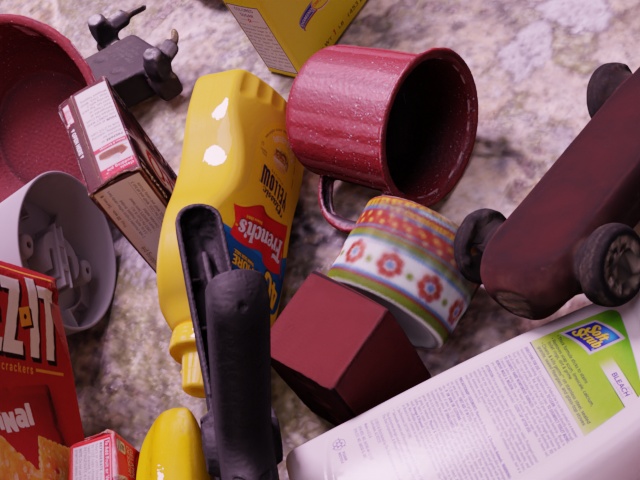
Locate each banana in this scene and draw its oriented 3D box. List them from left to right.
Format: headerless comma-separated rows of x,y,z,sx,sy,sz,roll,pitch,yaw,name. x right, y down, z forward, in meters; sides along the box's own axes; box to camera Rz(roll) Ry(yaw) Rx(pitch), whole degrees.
-0.065,0.159,0.531,0.037,0.069,0.198,-19,52,12,banana

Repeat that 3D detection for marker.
-0.213,-0.065,0.800,0.121,0.020,0.020,-25,50,10,marker

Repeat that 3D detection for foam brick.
0.014,0.064,0.555,0.053,0.078,0.051,26,71,37,foam brick

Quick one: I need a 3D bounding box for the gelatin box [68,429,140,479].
-0.099,0.154,0.553,0.030,0.073,0.089,-19,50,12,gelatin box

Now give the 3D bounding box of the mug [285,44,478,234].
0.031,-0.060,0.633,0.082,0.093,0.117,17,93,40,mug

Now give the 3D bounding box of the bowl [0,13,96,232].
-0.207,-0.076,0.751,0.162,0.055,0.162,2,96,20,bowl

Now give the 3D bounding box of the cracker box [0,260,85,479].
-0.177,0.111,0.522,0.072,0.164,0.214,-18,73,13,cracker box

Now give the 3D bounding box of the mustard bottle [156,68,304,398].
-0.054,0.001,0.621,0.058,0.096,0.191,-6,56,23,mustard bottle

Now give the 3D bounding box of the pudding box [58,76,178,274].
-0.112,-0.032,0.663,0.039,0.113,0.090,-31,50,2,pudding box

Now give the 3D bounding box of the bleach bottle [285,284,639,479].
0.113,0.089,0.497,0.251,0.068,0.102,-28,49,5,bleach bottle

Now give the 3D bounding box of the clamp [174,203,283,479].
-0.040,0.086,0.513,0.036,0.210,0.165,-9,20,-10,clamp

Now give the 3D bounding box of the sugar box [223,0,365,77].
-0.034,-0.198,0.696,0.048,0.176,0.093,21,69,36,sugar box
